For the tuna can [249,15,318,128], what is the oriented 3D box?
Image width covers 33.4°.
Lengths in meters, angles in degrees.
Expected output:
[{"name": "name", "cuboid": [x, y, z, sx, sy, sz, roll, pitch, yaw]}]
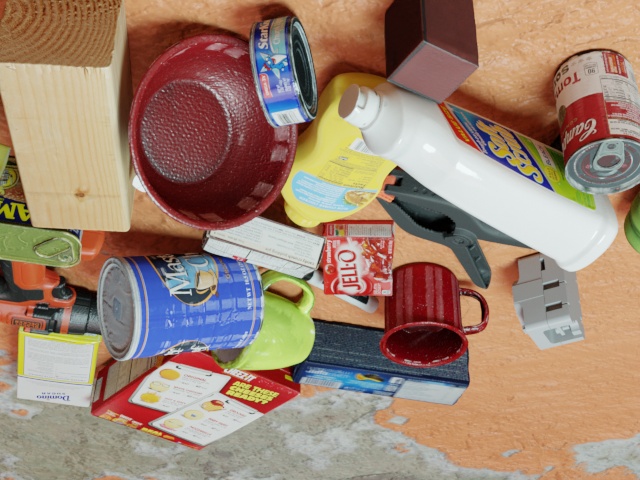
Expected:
[{"name": "tuna can", "cuboid": [-0.028, -0.135, 0.851, 0.034, 0.086, 0.086, -9, 143, 12]}]

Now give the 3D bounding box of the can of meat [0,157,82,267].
[{"name": "can of meat", "cuboid": [-0.272, -0.028, 1.011, 0.102, 0.084, 0.057, 8, 143, -8]}]

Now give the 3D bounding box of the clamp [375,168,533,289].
[{"name": "clamp", "cuboid": [0.137, -0.010, 1.049, 0.209, 0.036, 0.165, 23, 154, -17]}]

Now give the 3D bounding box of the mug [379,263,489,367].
[{"name": "mug", "cuboid": [0.121, 0.077, 1.140, 0.117, 0.081, 0.093, -6, 143, 10]}]

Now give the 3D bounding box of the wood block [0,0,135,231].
[{"name": "wood block", "cuboid": [-0.208, -0.105, 0.898, 0.091, 0.090, 0.206, 3, 144, -4]}]

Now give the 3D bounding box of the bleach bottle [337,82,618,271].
[{"name": "bleach bottle", "cuboid": [0.124, -0.060, 0.865, 0.250, 0.102, 0.068, 21, 129, -29]}]

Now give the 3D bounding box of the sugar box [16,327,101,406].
[{"name": "sugar box", "cuboid": [-0.314, 0.139, 1.278, 0.093, 0.048, 0.176, 10, 147, -11]}]

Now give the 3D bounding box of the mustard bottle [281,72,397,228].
[{"name": "mustard bottle", "cuboid": [0.015, -0.068, 0.964, 0.096, 0.058, 0.192, 11, 143, -23]}]

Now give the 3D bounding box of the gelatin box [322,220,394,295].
[{"name": "gelatin box", "cuboid": [0.039, 0.020, 1.099, 0.073, 0.030, 0.089, 1, 135, 2]}]

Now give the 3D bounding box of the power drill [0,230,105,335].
[{"name": "power drill", "cuboid": [-0.276, 0.040, 1.127, 0.184, 0.057, 0.188, 8, 143, -14]}]

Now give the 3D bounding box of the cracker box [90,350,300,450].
[{"name": "cracker box", "cuboid": [-0.151, 0.170, 1.290, 0.164, 0.072, 0.214, 26, 137, -30]}]

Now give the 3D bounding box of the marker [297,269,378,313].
[{"name": "marker", "cuboid": [0.013, 0.049, 1.159, 0.121, 0.020, 0.020, 27, 137, -30]}]

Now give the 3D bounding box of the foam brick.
[{"name": "foam brick", "cuboid": [0.084, -0.156, 0.824, 0.051, 0.078, 0.053, 19, 142, -24]}]

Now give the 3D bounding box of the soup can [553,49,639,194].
[{"name": "soup can", "cuboid": [0.230, -0.098, 0.876, 0.068, 0.102, 0.068, 1, 144, 1]}]

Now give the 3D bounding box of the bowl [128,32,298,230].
[{"name": "bowl", "cuboid": [-0.099, -0.090, 0.892, 0.162, 0.162, 0.055, 32, 166, -35]}]

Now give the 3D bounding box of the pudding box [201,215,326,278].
[{"name": "pudding box", "cuboid": [-0.057, 0.001, 1.039, 0.113, 0.039, 0.090, 16, 170, -8]}]

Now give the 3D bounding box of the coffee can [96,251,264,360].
[{"name": "coffee can", "cuboid": [-0.142, 0.063, 1.078, 0.140, 0.103, 0.103, -3, 150, -31]}]
